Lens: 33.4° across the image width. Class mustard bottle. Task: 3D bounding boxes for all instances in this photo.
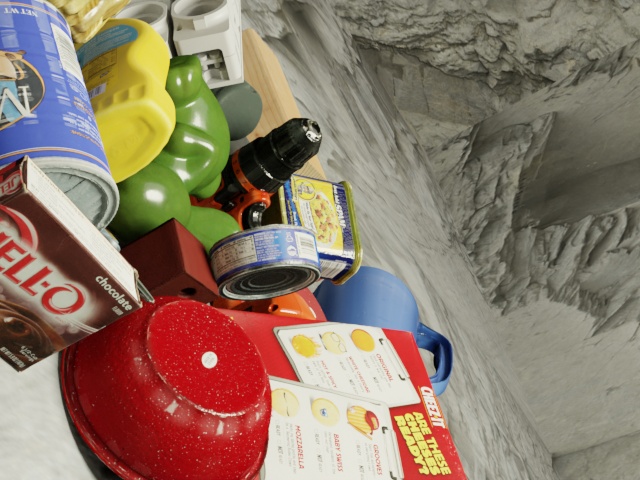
[{"bbox_3d":[-0.160,-0.120,0.816,0.058,0.096,0.191,48,17,-34],"label":"mustard bottle"}]

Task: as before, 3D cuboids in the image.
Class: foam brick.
[{"bbox_3d":[-0.125,0.030,0.806,0.053,0.078,0.051,45,20,-54],"label":"foam brick"}]

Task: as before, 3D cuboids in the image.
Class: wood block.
[{"bbox_3d":[-0.077,-0.155,1.364,0.090,0.090,0.206,41,24,-61],"label":"wood block"}]

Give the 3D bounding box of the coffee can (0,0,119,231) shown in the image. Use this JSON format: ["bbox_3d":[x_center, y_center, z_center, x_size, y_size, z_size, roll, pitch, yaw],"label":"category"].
[{"bbox_3d":[-0.195,-0.072,0.679,0.102,0.103,0.140,40,25,-60],"label":"coffee can"}]

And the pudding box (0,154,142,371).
[{"bbox_3d":[-0.172,0.016,0.616,0.113,0.090,0.039,52,16,-42],"label":"pudding box"}]

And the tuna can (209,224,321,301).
[{"bbox_3d":[-0.043,0.019,0.839,0.086,0.086,0.034,35,41,-64],"label":"tuna can"}]

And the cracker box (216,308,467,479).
[{"bbox_3d":[-0.003,0.146,0.850,0.213,0.072,0.164,10,45,-32],"label":"cracker box"}]

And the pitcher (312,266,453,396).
[{"bbox_3d":[0.051,0.131,1.146,0.145,0.149,0.242,59,14,-14],"label":"pitcher"}]

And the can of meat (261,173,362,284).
[{"bbox_3d":[-0.014,-0.014,1.020,0.083,0.058,0.102,10,57,-31],"label":"can of meat"}]

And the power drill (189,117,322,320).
[{"bbox_3d":[-0.056,0.001,0.949,0.057,0.185,0.187,20,48,-40],"label":"power drill"}]

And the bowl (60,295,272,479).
[{"bbox_3d":[-0.089,0.092,0.718,0.162,0.055,0.162,27,37,-23],"label":"bowl"}]
